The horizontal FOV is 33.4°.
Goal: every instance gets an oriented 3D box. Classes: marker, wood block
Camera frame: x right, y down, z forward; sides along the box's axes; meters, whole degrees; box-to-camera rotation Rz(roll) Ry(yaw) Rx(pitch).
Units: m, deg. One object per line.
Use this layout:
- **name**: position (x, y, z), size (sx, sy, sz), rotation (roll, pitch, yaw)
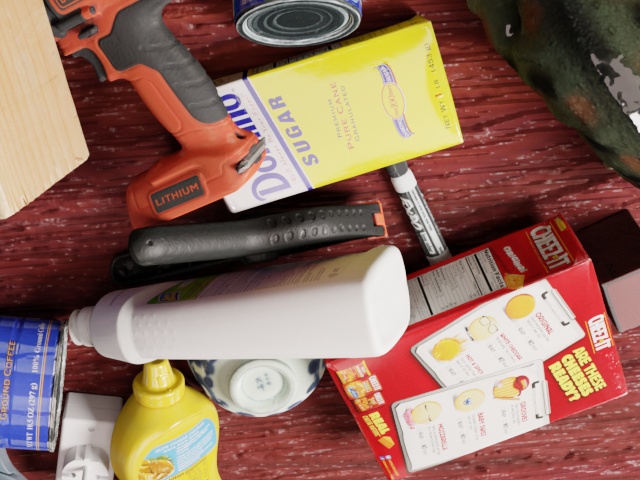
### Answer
- **marker**: position (0.073, -0.027, 0.826), size (0.020, 0.020, 0.121), rotation (-24, 119, 7)
- **wood block**: position (-0.224, -0.125, 0.637), size (0.090, 0.090, 0.206), rotation (4, 121, 26)

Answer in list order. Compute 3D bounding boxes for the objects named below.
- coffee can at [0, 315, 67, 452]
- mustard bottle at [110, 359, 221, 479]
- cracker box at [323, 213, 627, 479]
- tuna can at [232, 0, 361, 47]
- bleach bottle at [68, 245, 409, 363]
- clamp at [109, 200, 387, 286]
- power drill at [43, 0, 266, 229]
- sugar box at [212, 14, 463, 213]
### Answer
- **coffee can**: position (-0.269, 0.105, 0.813), size (0.140, 0.103, 0.103), rotation (6, 119, -10)
- **mustard bottle**: position (-0.127, 0.176, 0.881), size (0.096, 0.058, 0.192), rotation (-26, 128, -35)
- **cracker box**: position (0.122, 0.090, 0.860), size (0.214, 0.072, 0.164), rotation (-23, 129, 5)
- **tuna can**: position (-0.016, -0.157, 0.703), size (0.086, 0.086, 0.034), rotation (-3, 80, -5)
- **bleach bottle**: position (-0.067, 0.053, 0.790), size (0.251, 0.102, 0.068), rotation (-6, 101, 20)
- **clamp**: position (-0.055, 0.001, 0.789), size (0.209, 0.165, 0.036), rotation (-9, 86, -23)
- **power drill**: position (-0.135, -0.102, 0.703), size (0.185, 0.057, 0.187), rotation (-19, 112, 29)
- **sugar box**: position (0.004, -0.089, 0.760), size (0.176, 0.048, 0.093), rotation (-18, 106, 1)
